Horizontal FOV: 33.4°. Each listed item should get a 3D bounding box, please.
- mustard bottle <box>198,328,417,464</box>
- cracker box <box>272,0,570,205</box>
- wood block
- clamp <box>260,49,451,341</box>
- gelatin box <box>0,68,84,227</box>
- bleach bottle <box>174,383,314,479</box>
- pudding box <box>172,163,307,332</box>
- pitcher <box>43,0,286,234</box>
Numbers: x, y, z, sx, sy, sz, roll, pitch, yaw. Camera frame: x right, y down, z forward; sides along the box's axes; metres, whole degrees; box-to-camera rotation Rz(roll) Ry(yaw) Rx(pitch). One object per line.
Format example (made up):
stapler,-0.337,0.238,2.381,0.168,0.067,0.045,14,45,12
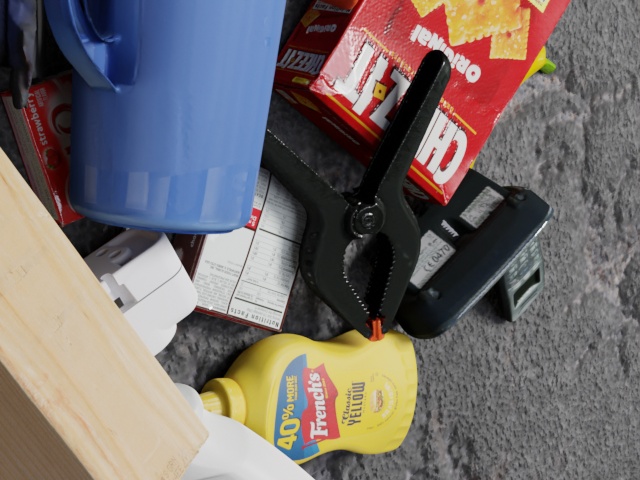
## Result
mustard bottle,-0.015,0.116,0.786,0.191,0.058,0.096,0,100,-39
cracker box,0.083,-0.159,0.804,0.164,0.072,0.213,36,82,-35
wood block,-0.164,0.062,0.572,0.206,0.091,0.090,57,33,-15
clamp,0.016,-0.022,0.748,0.164,0.036,0.210,-11,115,-22
gelatin box,-0.150,-0.062,0.673,0.073,0.030,0.089,-26,111,-34
bleach bottle,-0.057,0.169,0.721,0.103,0.068,0.250,-27,127,12
pudding box,-0.055,0.001,0.753,0.089,0.039,0.113,22,84,-41
pitcher,-0.088,-0.129,0.611,0.149,0.145,0.243,5,96,-15
